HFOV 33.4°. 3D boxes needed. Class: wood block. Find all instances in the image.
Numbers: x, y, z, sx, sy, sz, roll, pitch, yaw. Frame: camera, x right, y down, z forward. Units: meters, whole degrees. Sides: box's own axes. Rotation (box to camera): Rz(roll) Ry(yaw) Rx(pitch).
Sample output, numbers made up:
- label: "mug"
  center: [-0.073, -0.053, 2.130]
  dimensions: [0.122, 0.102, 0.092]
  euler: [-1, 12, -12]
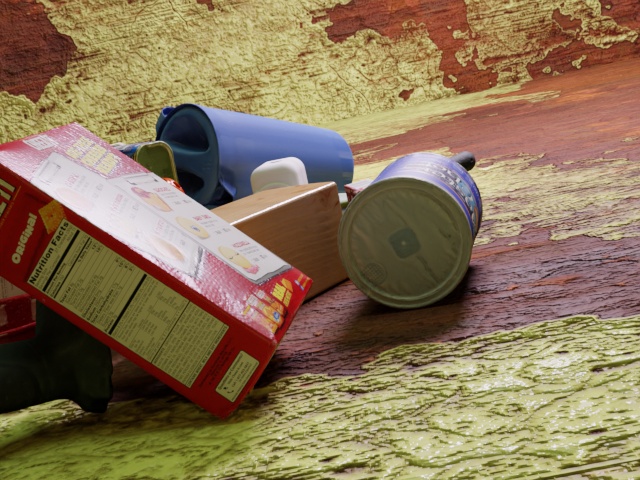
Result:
- label: "wood block"
  center: [-0.069, 0.019, 0.908]
  dimensions: [0.090, 0.091, 0.205]
  euler: [-5, 12, 36]

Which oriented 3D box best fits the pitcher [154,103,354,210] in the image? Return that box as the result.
- label: "pitcher"
  center: [-0.082, -0.099, 1.325]
  dimensions: [0.242, 0.149, 0.145]
  euler: [1, -9, -44]

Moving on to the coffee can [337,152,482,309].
- label: "coffee can"
  center: [0.077, -0.012, 0.870]
  dimensions: [0.103, 0.103, 0.140]
  euler: [-9, 10, 14]

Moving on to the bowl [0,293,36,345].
- label: "bowl"
  center: [-0.262, 0.088, 0.851]
  dimensions: [0.162, 0.055, 0.162]
  euler: [-12, 10, 2]

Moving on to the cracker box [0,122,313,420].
- label: "cracker box"
  center: [-0.119, 0.014, 0.712]
  dimensions: [0.213, 0.072, 0.164]
  euler: [33, 14, 0]
